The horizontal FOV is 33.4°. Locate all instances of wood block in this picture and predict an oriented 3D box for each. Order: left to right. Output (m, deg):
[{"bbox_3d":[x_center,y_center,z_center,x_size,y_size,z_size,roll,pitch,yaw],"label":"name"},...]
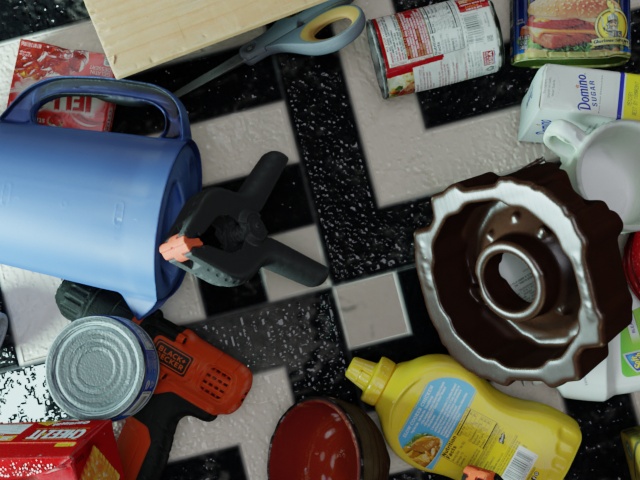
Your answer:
[{"bbox_3d":[-0.076,-0.206,0.833,0.206,0.090,0.091,-20,104,1],"label":"wood block"}]

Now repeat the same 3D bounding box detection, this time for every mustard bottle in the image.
[{"bbox_3d":[0.108,0.148,0.877,0.191,0.058,0.096,28,103,3],"label":"mustard bottle"}]

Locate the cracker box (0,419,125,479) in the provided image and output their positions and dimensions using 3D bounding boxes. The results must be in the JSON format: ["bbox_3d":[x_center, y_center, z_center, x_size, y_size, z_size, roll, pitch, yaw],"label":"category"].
[{"bbox_3d":[-0.224,0.250,0.830,0.164,0.072,0.214,-5,105,20],"label":"cracker box"}]

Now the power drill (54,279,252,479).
[{"bbox_3d":[-0.174,0.143,0.888,0.184,0.057,0.187,29,90,9],"label":"power drill"}]

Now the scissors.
[{"bbox_3d":[-0.043,-0.154,0.893,0.202,0.016,0.096,-38,44,-1],"label":"scissors"}]

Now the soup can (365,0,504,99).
[{"bbox_3d":[0.095,-0.162,0.886,0.102,0.068,0.068,-14,87,1],"label":"soup can"}]

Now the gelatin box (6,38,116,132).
[{"bbox_3d":[-0.219,-0.128,0.914,0.089,0.030,0.073,11,88,3],"label":"gelatin box"}]

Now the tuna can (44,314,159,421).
[{"bbox_3d":[-0.174,0.102,0.847,0.086,0.033,0.086,-1,83,10],"label":"tuna can"}]

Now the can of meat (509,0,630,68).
[{"bbox_3d":[0.207,-0.189,0.889,0.102,0.057,0.084,0,91,3],"label":"can of meat"}]

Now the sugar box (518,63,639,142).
[{"bbox_3d":[0.256,-0.101,0.864,0.176,0.093,0.048,10,79,2],"label":"sugar box"}]

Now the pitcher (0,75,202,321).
[{"bbox_3d":[-0.222,-0.044,0.864,0.243,0.145,0.149,10,48,6],"label":"pitcher"}]

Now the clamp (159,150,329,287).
[{"bbox_3d":[-0.056,0.001,0.853,0.039,0.171,0.120,-30,91,39],"label":"clamp"}]
